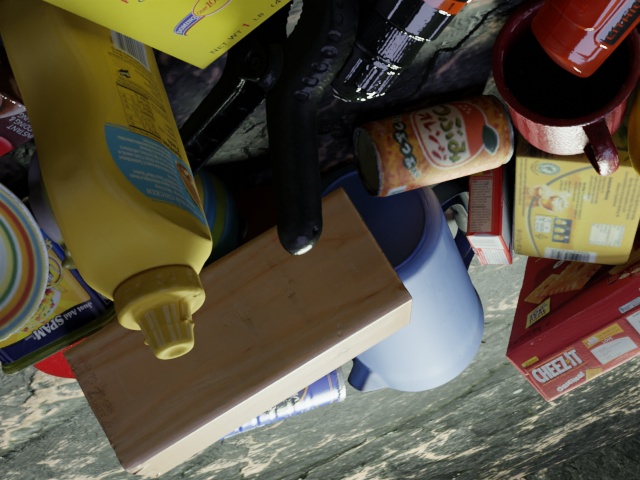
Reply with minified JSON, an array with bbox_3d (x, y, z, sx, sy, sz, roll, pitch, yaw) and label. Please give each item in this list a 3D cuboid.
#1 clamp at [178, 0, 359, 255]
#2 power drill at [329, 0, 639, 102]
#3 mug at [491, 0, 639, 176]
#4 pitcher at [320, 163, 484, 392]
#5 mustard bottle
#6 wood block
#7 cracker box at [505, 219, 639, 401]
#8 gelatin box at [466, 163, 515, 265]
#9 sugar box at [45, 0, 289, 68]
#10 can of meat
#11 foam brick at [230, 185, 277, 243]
[{"bbox_3d":[-0.018,-0.080,0.554,0.039,0.120,0.172,-3,123,-53],"label":"clamp"},{"bbox_3d":[0.106,-0.141,0.586,0.187,0.057,0.185,2,136,-47],"label":"power drill"},{"bbox_3d":[0.169,-0.096,0.707,0.093,0.117,0.081,-26,162,7],"label":"mug"},{"bbox_3d":[0.067,0.023,0.888,0.145,0.149,0.242,-9,156,9],"label":"pitcher"},{"bbox_3d":[-0.096,-0.033,0.512,0.058,0.192,0.096,-27,157,14],"label":"mustard bottle"},{"bbox_3d":[-0.050,0.064,0.707,0.206,0.090,0.091,-31,165,-4],"label":"wood block"},{"bbox_3d":[0.263,0.029,0.979,0.164,0.072,0.213,-36,-165,32],"label":"cracker box"},{"bbox_3d":[0.142,-0.025,0.888,0.030,0.073,0.089,0,164,17],"label":"gelatin box"},{"bbox_3d":[-0.084,-0.140,0.474,0.093,0.048,0.175,-34,156,27],"label":"sugar box"},{"bbox_3d":[-0.189,0.027,0.695,0.102,0.057,0.084,-27,118,13],"label":"can of meat"},{"bbox_3d":[-0.055,0.001,0.807,0.052,0.051,0.078,-8,154,-26],"label":"foam brick"}]
